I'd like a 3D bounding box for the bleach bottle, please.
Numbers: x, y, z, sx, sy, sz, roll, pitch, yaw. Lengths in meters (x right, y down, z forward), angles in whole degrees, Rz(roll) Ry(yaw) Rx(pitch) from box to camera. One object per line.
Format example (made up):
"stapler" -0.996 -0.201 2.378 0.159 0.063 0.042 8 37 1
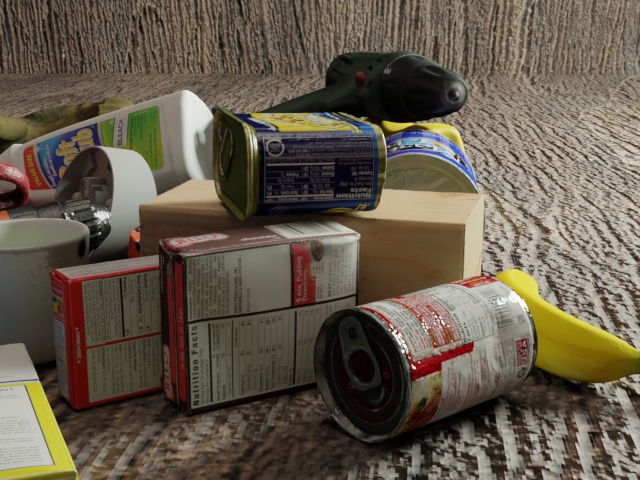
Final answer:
"bleach bottle" -0.220 -0.059 0.989 0.251 0.102 0.068 -14 -25 18

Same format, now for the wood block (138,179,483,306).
"wood block" -0.004 0.016 0.692 0.206 0.090 0.090 4 14 15

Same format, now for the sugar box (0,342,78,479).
"sugar box" -0.165 0.094 0.470 0.093 0.048 0.176 -6 11 -20

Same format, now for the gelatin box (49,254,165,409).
"gelatin box" -0.103 0.047 0.597 0.089 0.073 0.030 -10 17 -33

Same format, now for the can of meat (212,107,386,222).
"can of meat" -0.015 -0.048 0.647 0.083 0.057 0.102 -3 15 -16

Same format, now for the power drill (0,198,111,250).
"power drill" -0.269 -0.005 0.807 0.184 0.057 0.188 -15 14 -28

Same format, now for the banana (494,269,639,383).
"banana" 0.138 0.052 0.662 0.069 0.037 0.198 15 10 -18

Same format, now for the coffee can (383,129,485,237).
"coffee can" 0.076 -0.028 0.846 0.103 0.103 0.140 1 13 5

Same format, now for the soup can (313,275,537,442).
"soup can" 0.056 0.059 0.557 0.102 0.068 0.069 -11 17 -40

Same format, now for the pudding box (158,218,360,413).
"pudding box" -0.033 0.040 0.594 0.113 0.090 0.039 -7 17 -29
